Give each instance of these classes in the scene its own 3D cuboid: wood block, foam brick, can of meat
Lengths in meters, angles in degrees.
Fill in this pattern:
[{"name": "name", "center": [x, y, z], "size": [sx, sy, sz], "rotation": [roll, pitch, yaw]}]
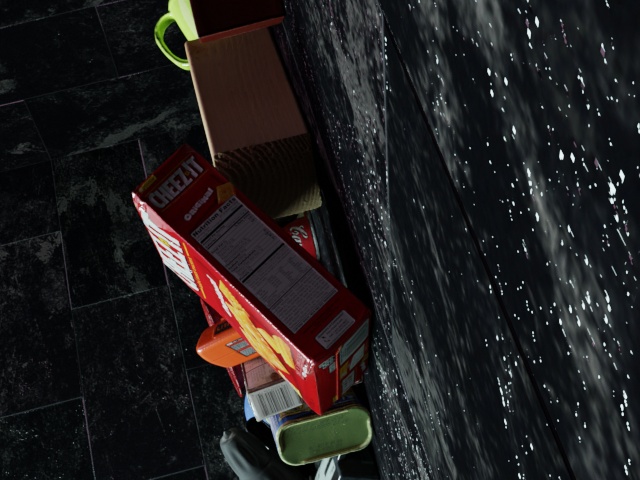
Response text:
[{"name": "wood block", "center": [-0.069, -0.117, 1.044], "size": [0.206, 0.090, 0.090], "rotation": [-110, 7, -49]}, {"name": "foam brick", "center": [-0.075, -0.207, 0.927], "size": [0.053, 0.078, 0.051], "rotation": [-139, 33, -83]}, {"name": "can of meat", "center": [-0.003, 0.177, 1.081], "size": [0.084, 0.102, 0.057], "rotation": [-119, 16, -66]}]

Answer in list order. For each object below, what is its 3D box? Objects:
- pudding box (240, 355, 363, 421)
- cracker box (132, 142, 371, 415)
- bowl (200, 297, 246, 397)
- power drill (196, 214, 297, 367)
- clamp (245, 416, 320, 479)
[{"name": "pudding box", "center": [-0.021, 0.125, 1.061], "size": [0.090, 0.113, 0.039], "rotation": [-114, 6, -69]}, {"name": "cracker box", "center": [-0.055, 0.038, 0.907], "size": [0.214, 0.072, 0.164], "rotation": [42, 165, 16]}, {"name": "bowl", "center": [-0.126, 0.151, 1.604], "size": [0.162, 0.055, 0.162], "rotation": [158, 90, -80]}, {"name": "power drill", "center": [-0.088, 0.030, 1.088], "size": [0.057, 0.185, 0.187], "rotation": [31, -137, -44]}, {"name": "clamp", "center": [0.000, 0.293, 1.302], "size": [0.165, 0.036, 0.210], "rotation": [11, 142, 51]}]
